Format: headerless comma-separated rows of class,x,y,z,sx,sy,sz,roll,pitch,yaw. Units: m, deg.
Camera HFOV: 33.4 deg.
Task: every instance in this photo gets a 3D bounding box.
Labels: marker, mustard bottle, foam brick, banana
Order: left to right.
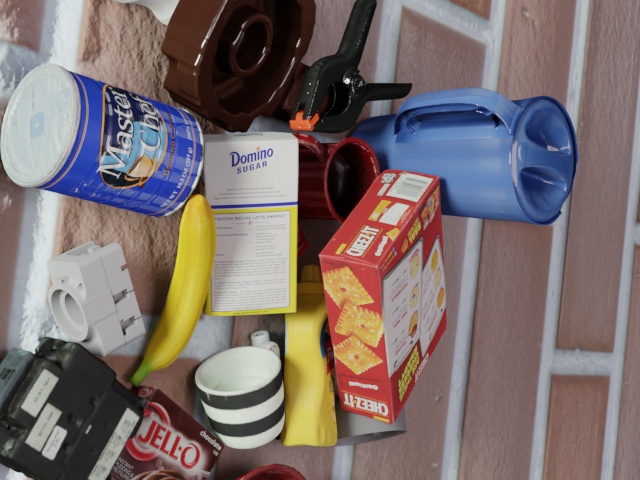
banana,-0.127,0.044,0.995,0.069,0.037,0.198,-48,158,-71
marker,-0.054,0.155,1.134,0.020,0.020,0.121,-24,110,-44
foam brick,-0.022,-0.152,1.124,0.078,0.053,0.051,17,79,-47
mustard bottle,-0.011,0.121,1.133,0.096,0.058,0.191,44,45,-75

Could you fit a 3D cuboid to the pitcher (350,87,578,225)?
pitcher,0.143,-0.093,1.166,0.144,0.243,0.149,-16,104,-46

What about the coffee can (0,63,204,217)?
coffee can,-0.185,-0.082,0.913,0.140,0.103,0.103,14,82,-47

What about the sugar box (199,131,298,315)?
sugar box,-0.070,-0.016,1.037,0.093,0.048,0.176,-2,106,-13

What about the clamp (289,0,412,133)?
clamp,0.026,-0.175,1.106,0.171,0.039,0.120,-39,113,-39

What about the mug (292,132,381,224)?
mug,-0.001,-0.070,1.130,0.117,0.082,0.093,48,59,-38

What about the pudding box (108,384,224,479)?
pudding box,-0.154,0.203,1.013,0.113,0.039,0.090,50,58,-37

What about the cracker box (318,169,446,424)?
cracker box,0.070,0.057,1.119,0.164,0.072,0.214,-53,146,-44
